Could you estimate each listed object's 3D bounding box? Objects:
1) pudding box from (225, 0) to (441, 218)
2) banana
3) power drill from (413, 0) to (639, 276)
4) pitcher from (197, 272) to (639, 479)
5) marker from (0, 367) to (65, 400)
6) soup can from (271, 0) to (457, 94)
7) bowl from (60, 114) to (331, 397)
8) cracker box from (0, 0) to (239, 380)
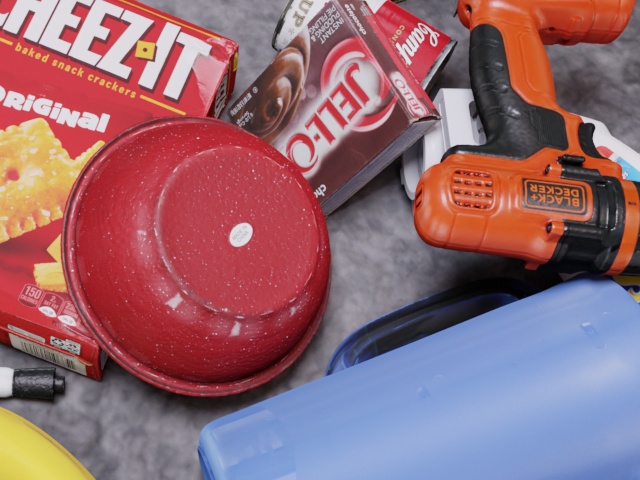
[{"bbox_3d":[0.006,-0.076,0.644,0.039,0.114,0.090,-13,67,-49],"label":"pudding box"},{"bbox_3d":[-0.157,0.140,0.573,0.198,0.037,0.069,33,85,5],"label":"banana"},{"bbox_3d":[0.144,-0.069,0.591,0.184,0.057,0.187,7,62,-7],"label":"power drill"},{"bbox_3d":[0.059,0.108,0.581,0.242,0.149,0.145,-17,87,-12],"label":"pitcher"},{"bbox_3d":[-0.204,0.079,0.595,0.121,0.020,0.020,3,68,-9],"label":"marker"},{"bbox_3d":[0.028,-0.126,0.690,0.102,0.068,0.068,33,67,4],"label":"soup can"},{"bbox_3d":[-0.054,0.001,0.574,0.161,0.055,0.162,7,73,-26],"label":"bowl"},{"bbox_3d":[-0.161,-0.050,0.624,0.164,0.072,0.213,22,66,-2],"label":"cracker box"}]
